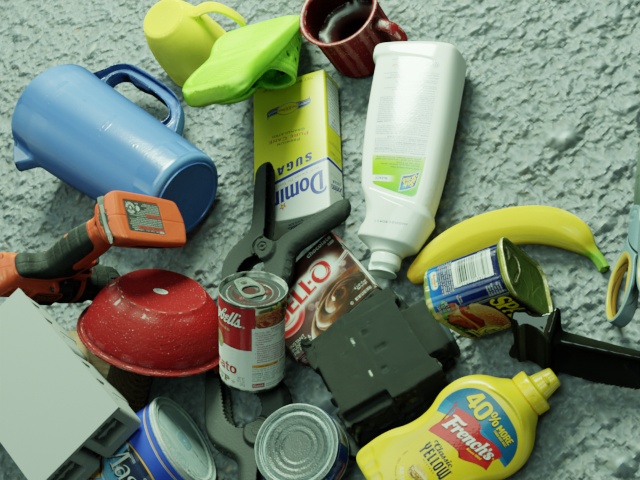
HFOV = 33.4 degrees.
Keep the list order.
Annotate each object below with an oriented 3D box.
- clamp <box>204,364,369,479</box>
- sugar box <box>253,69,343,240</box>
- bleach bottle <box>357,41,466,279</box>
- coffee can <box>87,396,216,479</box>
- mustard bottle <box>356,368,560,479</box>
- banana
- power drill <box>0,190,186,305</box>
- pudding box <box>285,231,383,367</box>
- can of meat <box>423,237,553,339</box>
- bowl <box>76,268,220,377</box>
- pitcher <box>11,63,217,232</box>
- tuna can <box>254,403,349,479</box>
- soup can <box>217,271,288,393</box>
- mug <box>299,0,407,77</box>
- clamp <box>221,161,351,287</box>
[{"bbox_3d":[-0.046,0.192,1.060,0.164,0.036,0.210,-32,56,1],"label":"clamp"},{"bbox_3d":[-0.026,-0.094,1.176,0.093,0.048,0.176,-14,60,22],"label":"sugar box"},{"bbox_3d":[0.082,-0.082,1.104,0.103,0.068,0.251,4,70,27],"label":"bleach bottle"},{"bbox_3d":[-0.191,0.237,1.072,0.140,0.102,0.103,-34,57,9],"label":"coffee can"},{"bbox_3d":[0.134,0.178,0.962,0.191,0.058,0.096,-37,75,5],"label":"mustard bottle"},{"bbox_3d":[0.178,0.002,1.037,0.198,0.037,0.069,-5,65,24],"label":"banana"},{"bbox_3d":[-0.234,0.016,1.129,0.188,0.184,0.057,-28,72,29],"label":"power drill"},{"bbox_3d":[0.000,0.061,1.096,0.113,0.039,0.090,-42,56,4],"label":"pudding box"},{"bbox_3d":[0.154,0.048,0.984,0.084,0.102,0.057,-21,58,27],"label":"can of meat"},{"bbox_3d":[-0.167,0.074,1.100,0.162,0.161,0.055,31,120,33],"label":"bowl"},{"bbox_3d":[-0.229,-0.108,1.241,0.243,0.144,0.149,32,113,30],"label":"pitcher"},{"bbox_3d":[-0.018,0.198,1.005,0.086,0.033,0.086,-8,63,15],"label":"tuna can"},{"bbox_3d":[-0.067,0.090,1.052,0.068,0.102,0.068,2,28,-1],"label":"soup can"},{"bbox_3d":[0.045,-0.232,1.183,0.117,0.081,0.093,14,74,31],"label":"mug"},{"bbox_3d":[-0.057,0.001,1.108,0.120,0.039,0.171,37,89,36],"label":"clamp"}]
